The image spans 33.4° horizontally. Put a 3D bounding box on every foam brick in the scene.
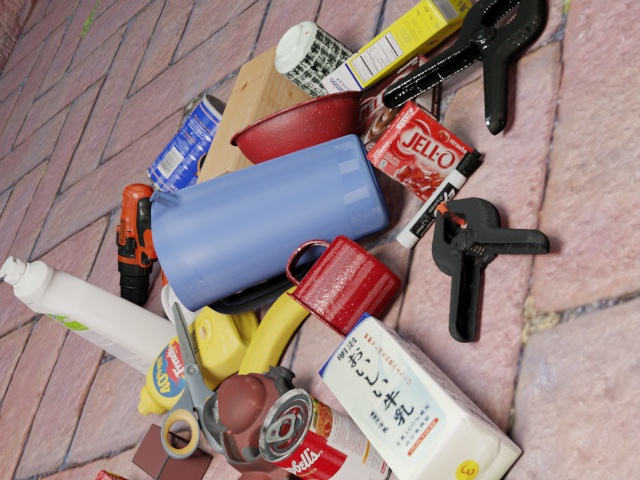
[{"bbox_3d":[-0.168,0.246,1.198,0.078,0.053,0.051,10,69,60],"label":"foam brick"}]

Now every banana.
[{"bbox_3d":[-0.052,0.122,1.164,0.198,0.037,0.070,-61,28,-8],"label":"banana"}]

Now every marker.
[{"bbox_3d":[0.121,-0.043,1.081,0.121,0.020,0.020,-51,28,9],"label":"marker"}]

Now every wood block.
[{"bbox_3d":[-0.080,-0.144,1.426,0.091,0.090,0.206,-20,45,50],"label":"wood block"}]

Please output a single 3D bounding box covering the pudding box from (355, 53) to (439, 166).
[{"bbox_3d":[0.085,-0.148,1.226,0.114,0.039,0.090,-32,37,38],"label":"pudding box"}]

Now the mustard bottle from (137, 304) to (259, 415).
[{"bbox_3d":[-0.153,0.149,1.269,0.192,0.058,0.096,-43,43,25],"label":"mustard bottle"}]

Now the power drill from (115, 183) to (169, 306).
[{"bbox_3d":[-0.228,0.026,1.473,0.188,0.057,0.184,23,114,53],"label":"power drill"}]

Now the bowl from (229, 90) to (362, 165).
[{"bbox_3d":[-0.019,-0.115,1.215,0.162,0.161,0.055,-23,86,46],"label":"bowl"}]

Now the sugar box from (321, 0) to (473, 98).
[{"bbox_3d":[0.091,-0.225,1.250,0.177,0.048,0.093,-37,-4,36],"label":"sugar box"}]

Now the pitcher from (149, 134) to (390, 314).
[{"bbox_3d":[-0.050,-0.016,1.150,0.243,0.145,0.149,-20,-7,6],"label":"pitcher"}]

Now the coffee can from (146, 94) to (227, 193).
[{"bbox_3d":[-0.166,-0.122,1.524,0.140,0.102,0.103,-50,29,13],"label":"coffee can"}]

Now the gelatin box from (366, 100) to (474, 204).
[{"bbox_3d":[0.102,-0.087,1.083,0.073,0.089,0.030,-51,28,9],"label":"gelatin box"}]

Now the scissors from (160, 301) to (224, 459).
[{"bbox_3d":[-0.157,0.161,1.186,0.096,0.016,0.202,-26,59,-18],"label":"scissors"}]

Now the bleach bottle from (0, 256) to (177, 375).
[{"bbox_3d":[-0.277,0.091,1.318,0.103,0.250,0.068,-15,49,51],"label":"bleach bottle"}]

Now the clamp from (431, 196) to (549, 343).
[{"bbox_3d":[0.148,0.003,0.972,0.120,0.039,0.171,-42,31,22],"label":"clamp"}]

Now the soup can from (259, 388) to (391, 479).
[{"bbox_3d":[0.006,0.183,0.940,0.069,0.102,0.068,-38,33,30],"label":"soup can"}]

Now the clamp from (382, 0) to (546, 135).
[{"bbox_3d":[0.179,-0.199,1.118,0.210,0.036,0.165,-49,43,-7],"label":"clamp"}]

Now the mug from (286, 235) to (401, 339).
[{"bbox_3d":[0.018,0.042,1.069,0.117,0.093,0.081,36,87,27],"label":"mug"}]
